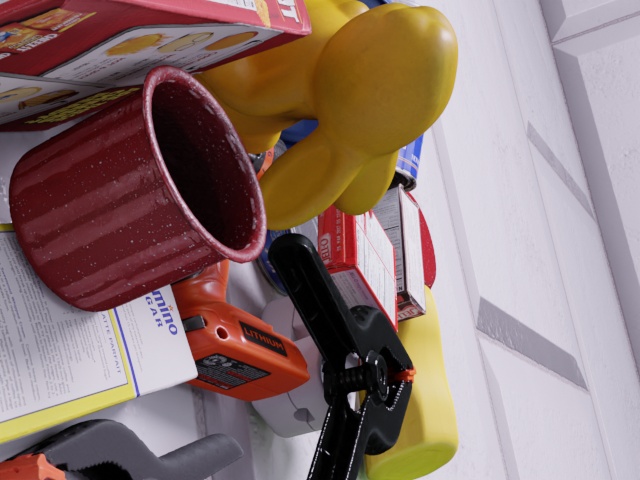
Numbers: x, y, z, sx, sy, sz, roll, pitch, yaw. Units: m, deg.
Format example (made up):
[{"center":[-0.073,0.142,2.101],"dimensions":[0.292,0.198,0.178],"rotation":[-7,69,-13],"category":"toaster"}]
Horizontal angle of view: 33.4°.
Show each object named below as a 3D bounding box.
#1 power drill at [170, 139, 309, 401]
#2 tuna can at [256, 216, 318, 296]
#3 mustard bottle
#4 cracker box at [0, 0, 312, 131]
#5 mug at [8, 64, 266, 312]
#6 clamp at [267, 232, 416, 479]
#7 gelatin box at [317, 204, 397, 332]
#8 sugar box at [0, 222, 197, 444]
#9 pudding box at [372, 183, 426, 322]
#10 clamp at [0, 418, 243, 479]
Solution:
[{"center":[-0.054,0.001,0.665],"dimensions":[0.184,0.057,0.187],"rotation":[26,47,-48],"category":"power drill"},{"center":[-0.020,-0.003,0.803],"dimensions":[0.086,0.034,0.086],"rotation":[50,31,-45],"category":"tuna can"},{"center":[0.061,0.089,0.855],"dimensions":[0.058,0.096,0.191],"rotation":[8,58,-22],"category":"mustard bottle"},{"center":[-0.121,-0.098,0.447],"dimensions":[0.213,0.164,0.072],"rotation":[-20,94,-69],"category":"cracker box"},{"center":[-0.077,-0.016,0.484],"dimensions":[0.117,0.082,0.093],"rotation":[22,47,-63],"category":"mug"},{"center":[0.018,0.076,0.650],"dimensions":[0.209,0.036,0.164],"rotation":[-4,87,-71],"category":"clamp"},{"center":[0.025,0.014,0.731],"dimensions":[0.089,0.030,0.073],"rotation":[55,27,-47],"category":"gelatin box"},{"center":[-0.126,0.039,0.493],"dimensions":[0.176,0.048,0.093],"rotation":[-1,73,-71],"category":"sugar box"},{"center":[0.034,0.019,0.841],"dimensions":[0.039,0.090,0.113],"rotation":[49,31,-44],"category":"pudding box"},{"center":[-0.087,0.144,0.518],"dimensions":[0.171,0.039,0.120],"rotation":[27,44,-53],"category":"clamp"}]
